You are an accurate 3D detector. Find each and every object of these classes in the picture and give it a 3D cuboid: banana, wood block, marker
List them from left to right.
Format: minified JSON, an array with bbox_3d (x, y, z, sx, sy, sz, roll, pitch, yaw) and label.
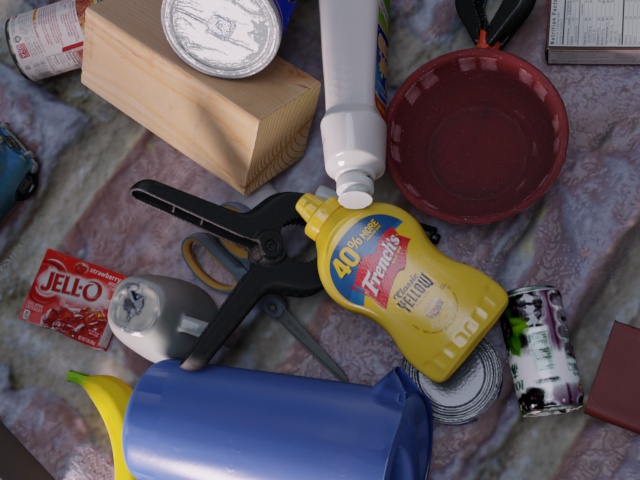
[{"bbox_3d":[-0.177,0.203,0.958,0.070,0.037,0.198,-23,70,26],"label":"banana"},{"bbox_3d":[-0.113,-0.144,0.978,0.206,0.090,0.090,34,46,19],"label":"wood block"},{"bbox_3d":[0.052,-0.022,0.968,0.121,0.020,0.020,21,82,17],"label":"marker"}]

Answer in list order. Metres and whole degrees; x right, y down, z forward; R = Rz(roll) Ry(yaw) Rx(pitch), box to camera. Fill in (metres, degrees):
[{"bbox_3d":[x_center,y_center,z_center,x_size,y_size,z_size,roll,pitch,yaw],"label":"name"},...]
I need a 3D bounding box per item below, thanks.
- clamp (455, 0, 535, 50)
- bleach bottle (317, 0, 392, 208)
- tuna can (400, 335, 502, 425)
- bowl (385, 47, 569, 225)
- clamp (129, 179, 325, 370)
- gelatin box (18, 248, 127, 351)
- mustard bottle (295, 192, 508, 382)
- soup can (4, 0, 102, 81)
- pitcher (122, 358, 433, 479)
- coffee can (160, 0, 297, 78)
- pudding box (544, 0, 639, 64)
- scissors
[{"bbox_3d":[0.158,-0.257,0.988,0.120,0.039,0.171,14,85,43],"label":"clamp"},{"bbox_3d":[0.030,-0.139,0.929,0.068,0.102,0.251,-4,62,9],"label":"bleach bottle"},{"bbox_3d":[0.113,0.115,0.913,0.086,0.033,0.086,-3,76,12],"label":"tuna can"},{"bbox_3d":[0.137,-0.086,0.946,0.162,0.055,0.162,-3,76,12],"label":"bowl"},{"bbox_3d":[-0.056,0.001,0.921,0.209,0.036,0.164,-21,85,-26],"label":"clamp"},{"bbox_3d":[-0.230,0.055,1.006,0.089,0.030,0.073,19,81,16],"label":"gelatin box"},{"bbox_3d":[0.056,0.024,0.892,0.192,0.058,0.096,39,93,14],"label":"mustard bottle"},{"bbox_3d":[-0.249,-0.203,1.053,0.102,0.068,0.068,-16,74,9],"label":"soup can"},{"bbox_3d":[-0.037,0.180,0.881,0.243,0.145,0.149,8,52,22],"label":"pitcher"},{"bbox_3d":[-0.069,-0.221,0.928,0.103,0.103,0.140,3,42,13],"label":"coffee can"},{"bbox_3d":[0.260,-0.205,0.958,0.114,0.039,0.090,3,77,15],"label":"pudding box"},{"bbox_3d":[-0.040,0.039,0.958,0.202,0.016,0.096,32,115,18],"label":"scissors"}]
